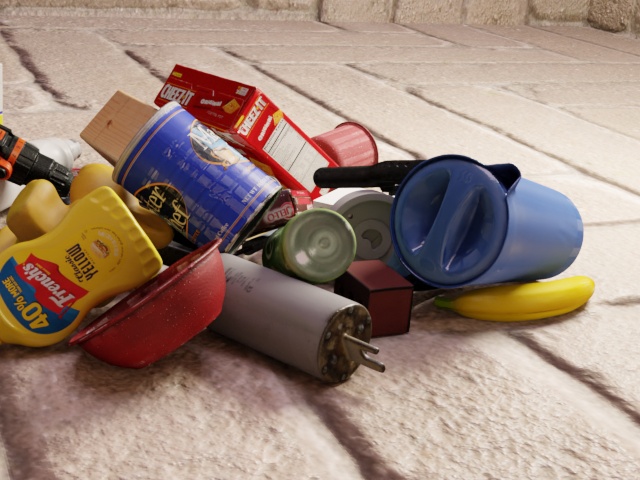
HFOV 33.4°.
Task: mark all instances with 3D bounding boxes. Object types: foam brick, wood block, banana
[{"bbox_3d":[0.052,0.057,1.075,0.051,0.053,0.078,-5,20,-25],"label":"foam brick"},{"bbox_3d":[-0.232,-0.124,1.438,0.090,0.091,0.206,44,-8,-37],"label":"wood block"},{"bbox_3d":[0.222,0.059,1.133,0.197,0.037,0.070,-3,21,-21],"label":"banana"}]

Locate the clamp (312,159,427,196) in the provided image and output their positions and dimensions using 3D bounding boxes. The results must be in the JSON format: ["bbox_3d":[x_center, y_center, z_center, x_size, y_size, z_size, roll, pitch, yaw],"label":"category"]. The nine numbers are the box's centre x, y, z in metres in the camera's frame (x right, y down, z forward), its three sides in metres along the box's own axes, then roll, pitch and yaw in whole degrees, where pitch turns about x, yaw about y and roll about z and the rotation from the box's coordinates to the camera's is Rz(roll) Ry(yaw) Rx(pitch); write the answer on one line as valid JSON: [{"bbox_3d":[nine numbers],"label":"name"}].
[{"bbox_3d":[0.070,-0.072,1.202,0.120,0.039,0.172,-2,-4,-23],"label":"clamp"}]

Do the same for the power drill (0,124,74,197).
[{"bbox_3d":[-0.371,-0.061,1.175,0.184,0.057,0.187,26,31,-14],"label":"power drill"}]

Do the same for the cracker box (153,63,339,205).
[{"bbox_3d":[-0.096,-0.137,1.423,0.164,0.072,0.213,22,-12,41],"label":"cracker box"}]

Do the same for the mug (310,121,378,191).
[{"bbox_3d":[0.015,-0.114,1.536,0.117,0.093,0.081,-21,3,43],"label":"mug"}]

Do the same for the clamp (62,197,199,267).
[{"bbox_3d":[-0.190,-0.005,1.211,0.164,0.036,0.210,5,17,-37],"label":"clamp"}]

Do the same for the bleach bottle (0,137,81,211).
[{"bbox_3d":[-0.385,-0.078,1.311,0.103,0.068,0.250,8,24,31],"label":"bleach bottle"}]

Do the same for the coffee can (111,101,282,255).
[{"bbox_3d":[-0.124,-0.057,1.076,0.140,0.103,0.102,38,23,1],"label":"coffee can"}]

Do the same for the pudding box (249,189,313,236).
[{"bbox_3d":[-0.070,-0.026,1.174,0.113,0.039,0.090,-13,-2,13],"label":"pudding box"}]

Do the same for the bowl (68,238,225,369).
[{"bbox_3d":[-0.140,0.065,0.938,0.162,0.055,0.162,-33,7,4],"label":"bowl"}]

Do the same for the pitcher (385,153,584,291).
[{"bbox_3d":[0.182,-0.007,1.147,0.149,0.145,0.242,7,1,35],"label":"pitcher"}]

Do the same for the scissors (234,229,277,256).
[{"bbox_3d":[-0.058,0.001,1.188,0.096,0.016,0.201,-16,4,8],"label":"scissors"}]

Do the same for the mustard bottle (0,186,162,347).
[{"bbox_3d":[-0.246,0.040,0.967,0.191,0.096,0.058,-36,7,-14],"label":"mustard bottle"}]
